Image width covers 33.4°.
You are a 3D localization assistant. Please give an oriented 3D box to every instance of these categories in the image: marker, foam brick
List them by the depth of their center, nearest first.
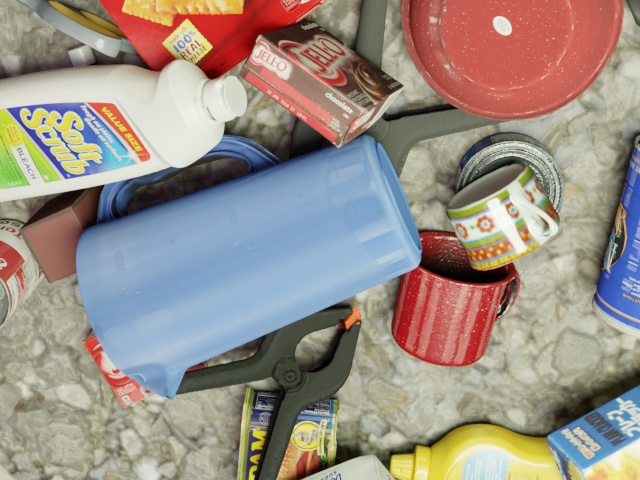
[{"bbox_3d":[-0.175,-0.101,0.874,0.020,0.020,0.121,-16,108,10],"label":"marker"},{"bbox_3d":[-0.203,-0.009,0.880,0.053,0.078,0.051,-22,107,15],"label":"foam brick"}]

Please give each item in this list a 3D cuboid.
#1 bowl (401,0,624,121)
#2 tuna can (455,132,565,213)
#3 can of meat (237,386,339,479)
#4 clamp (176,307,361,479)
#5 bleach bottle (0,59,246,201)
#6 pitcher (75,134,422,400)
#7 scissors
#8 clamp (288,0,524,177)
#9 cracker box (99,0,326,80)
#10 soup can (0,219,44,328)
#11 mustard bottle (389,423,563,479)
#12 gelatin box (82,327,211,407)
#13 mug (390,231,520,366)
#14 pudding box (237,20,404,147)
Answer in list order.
[{"bbox_3d":[0.134,-0.158,0.760,0.162,0.055,0.162,5,111,12],"label":"bowl"},{"bbox_3d":[0.152,-0.043,0.859,0.086,0.033,0.086,2,110,4],"label":"tuna can"},{"bbox_3d":[-0.029,0.185,0.948,0.084,0.057,0.102,6,111,0],"label":"can of meat"},{"bbox_3d":[-0.027,0.125,0.896,0.171,0.039,0.120,-32,100,-10],"label":"clamp"},{"bbox_3d":[-0.169,-0.093,0.807,0.251,0.068,0.102,-8,114,30],"label":"bleach bottle"},{"bbox_3d":[-0.055,0.001,0.814,0.243,0.145,0.149,-21,117,11],"label":"pitcher"},{"bbox_3d":[-0.220,-0.190,0.838,0.202,0.096,0.016,33,103,25],"label":"scissors"},{"bbox_3d":[0.038,-0.105,0.845,0.210,0.036,0.164,-39,97,17],"label":"clamp"},{"bbox_3d":[-0.101,-0.235,0.790,0.164,0.072,0.213,-32,104,16],"label":"cracker box"},{"bbox_3d":[-0.273,0.029,0.886,0.068,0.102,0.068,2,110,4],"label":"soup can"},{"bbox_3d":[0.156,0.211,0.940,0.191,0.058,0.096,7,112,2],"label":"mustard bottle"},{"bbox_3d":[-0.153,0.097,0.939,0.089,0.030,0.073,-24,106,13],"label":"gelatin box"},{"bbox_3d":[0.114,0.048,0.876,0.117,0.093,0.081,-6,120,-32],"label":"mug"},{"bbox_3d":[0.003,-0.116,0.771,0.090,0.113,0.039,37,112,5],"label":"pudding box"}]
